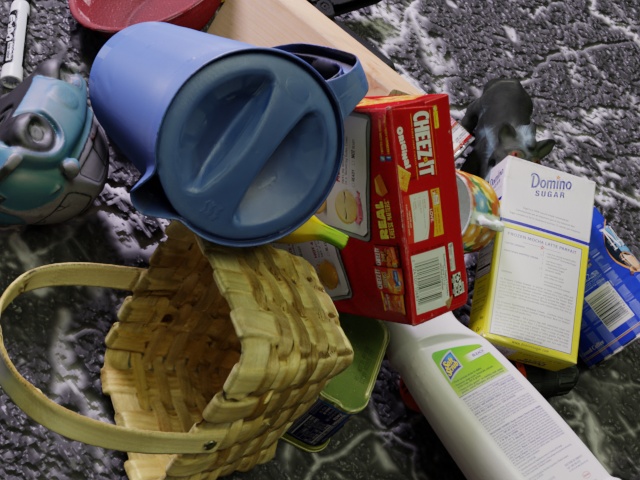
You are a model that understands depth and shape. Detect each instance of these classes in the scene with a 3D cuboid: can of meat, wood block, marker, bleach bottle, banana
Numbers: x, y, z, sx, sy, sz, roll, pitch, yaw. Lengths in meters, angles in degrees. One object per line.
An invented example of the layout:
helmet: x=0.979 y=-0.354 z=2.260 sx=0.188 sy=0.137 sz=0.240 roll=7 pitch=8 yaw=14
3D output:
can of meat: x=0.008 y=0.111 z=0.878 sx=0.057 sy=0.084 sz=0.102 roll=29 pitch=51 yaw=-9
wood block: x=-0.005 y=-0.150 z=0.981 sx=0.206 sy=0.091 sz=0.090 roll=43 pitch=19 yaw=28
marker: x=-0.274 y=-0.189 z=0.965 sx=0.020 sy=0.020 sz=0.121 roll=11 pitch=55 yaw=-22
bleach bottle: x=0.134 y=0.132 z=0.879 sx=0.102 sy=0.068 sz=0.251 roll=-19 pitch=64 yaw=-36
banana: x=-0.064 y=-0.011 z=0.849 sx=0.069 sy=0.198 sz=0.037 roll=46 pitch=65 yaw=-29

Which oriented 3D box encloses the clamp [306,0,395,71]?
clamp: x=0.005 y=-0.245 z=1.136 sx=0.171 sy=0.039 sz=0.120 roll=18 pitch=52 yaw=-17

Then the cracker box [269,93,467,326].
cracker box: x=0.015 y=-0.031 z=0.856 sx=0.071 sy=0.214 sz=0.164 roll=-17 pitch=104 yaw=-37

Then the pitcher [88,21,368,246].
pitcher: x=-0.082 y=-0.098 z=0.791 sx=0.149 sy=0.145 sz=0.243 roll=13 pitch=12 yaw=-29

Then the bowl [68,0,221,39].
bowl: x=-0.152 y=-0.230 z=1.004 sx=0.162 sy=0.055 sz=0.162 roll=-10 pitch=49 yaw=11

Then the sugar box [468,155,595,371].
sugar box: x=0.190 y=0.020 z=0.962 sx=0.093 sy=0.048 sz=0.176 roll=16 pitch=68 yaw=-12
